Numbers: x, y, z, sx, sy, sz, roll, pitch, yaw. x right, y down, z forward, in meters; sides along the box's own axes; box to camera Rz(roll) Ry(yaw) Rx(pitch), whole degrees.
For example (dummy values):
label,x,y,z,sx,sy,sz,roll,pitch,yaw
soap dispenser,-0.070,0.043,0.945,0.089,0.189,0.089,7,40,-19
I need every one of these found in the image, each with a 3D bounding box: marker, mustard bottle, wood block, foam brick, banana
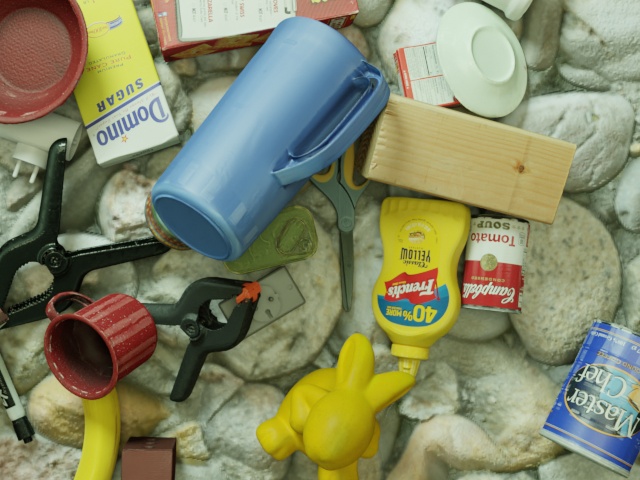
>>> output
label,x,y,z,sx,sy,sz,roll,pitch,yaw
marker,-0.333,0.159,1.132,0.020,0.020,0.121,-23,90,-6
mustard bottle,0.104,0.051,1.153,0.096,0.058,0.191,6,88,19
wood block,0.150,-0.089,1.134,0.206,0.090,0.091,14,99,-9
foam brick,-0.179,0.236,1.114,0.053,0.078,0.051,3,89,-5
banana,-0.245,0.211,1.133,0.070,0.037,0.198,-3,86,16

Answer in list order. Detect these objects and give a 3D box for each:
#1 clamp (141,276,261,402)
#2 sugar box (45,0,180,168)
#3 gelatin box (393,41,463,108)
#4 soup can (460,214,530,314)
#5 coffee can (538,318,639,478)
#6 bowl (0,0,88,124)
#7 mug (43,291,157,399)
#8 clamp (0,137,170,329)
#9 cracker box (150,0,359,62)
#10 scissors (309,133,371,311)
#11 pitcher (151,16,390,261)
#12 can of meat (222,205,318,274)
label,x,y,z,sx,sy,sz,roll,pitch,yaw
clamp,-0.126,0.098,1.113,0.172,0.039,0.120,-22,102,31
sugar box,-0.221,-0.175,1.144,0.093,0.048,0.176,-20,88,-5
gelatin box,0.132,-0.182,1.184,0.089,0.030,0.073,-11,87,-6
soup can,0.190,0.026,1.161,0.068,0.068,0.102,7,86,-5
coffee can,0.312,0.169,1.149,0.103,0.103,0.140,27,85,-4
bowl,-0.307,-0.199,1.096,0.162,0.055,0.162,0,93,8
mug,-0.231,0.097,1.098,0.117,0.081,0.093,40,122,10
clamp,-0.269,0.020,1.128,0.164,0.036,0.210,37,94,-15
cracker box,-0.082,-0.295,1.149,0.213,0.072,0.164,-12,89,-6
scissors,0.011,-0.031,1.174,0.096,0.016,0.202,15,86,-3
pitcher,-0.049,-0.097,1.058,0.145,0.149,0.242,36,65,2
can of meat,-0.057,0.001,1.132,0.102,0.084,0.057,-14,89,-6
